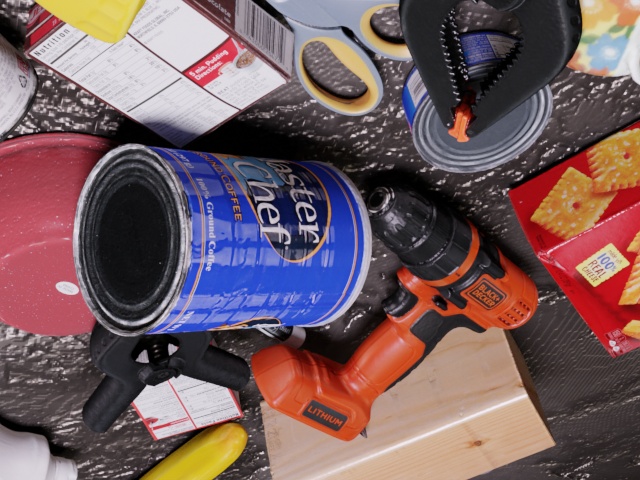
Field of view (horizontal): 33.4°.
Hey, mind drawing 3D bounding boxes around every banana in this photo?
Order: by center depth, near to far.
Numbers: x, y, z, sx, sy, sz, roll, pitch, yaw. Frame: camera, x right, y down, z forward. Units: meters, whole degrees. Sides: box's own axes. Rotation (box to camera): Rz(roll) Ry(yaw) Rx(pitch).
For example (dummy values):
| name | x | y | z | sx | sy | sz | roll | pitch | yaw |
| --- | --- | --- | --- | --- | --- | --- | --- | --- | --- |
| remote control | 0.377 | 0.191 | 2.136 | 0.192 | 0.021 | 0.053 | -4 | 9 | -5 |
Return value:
| name | x | y | z | sx | sy | sz | roll | pitch | yaw |
| --- | --- | --- | --- | --- | --- | --- | --- | --- | --- |
| banana | -0.118 | 0.198 | 0.881 | 0.198 | 0.069 | 0.037 | -40 | 94 | 25 |

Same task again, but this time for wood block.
| name | x | y | z | sx | sy | sz | roll | pitch | yaw |
| --- | --- | --- | --- | --- | --- | --- | --- | --- | --- |
| wood block | 0.067 | 0.145 | 0.849 | 0.206 | 0.090 | 0.090 | -24 | 137 | 12 |

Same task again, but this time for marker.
| name | x | y | z | sx | sy | sz | roll | pitch | yaw |
| --- | --- | --- | --- | --- | --- | --- | --- | --- | --- |
| marker | -0.054 | 0.046 | 0.757 | 0.020 | 0.020 | 0.121 | -33 | 135 | 21 |

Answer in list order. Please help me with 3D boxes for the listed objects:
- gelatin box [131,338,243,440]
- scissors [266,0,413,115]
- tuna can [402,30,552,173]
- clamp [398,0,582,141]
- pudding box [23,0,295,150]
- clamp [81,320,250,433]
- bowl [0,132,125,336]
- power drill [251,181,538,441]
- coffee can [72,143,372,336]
| name | x | y | z | sx | sy | sz | roll | pitch | yaw |
| --- | --- | --- | --- | --- | --- | --- | --- | --- | --- |
| gelatin box | -0.105 | 0.110 | 0.807 | 0.073 | 0.030 | 0.089 | -17 | 139 | 1 |
| scissors | -0.003 | -0.139 | 0.563 | 0.096 | 0.016 | 0.201 | -23 | 139 | 14 |
| tuna can | 0.093 | -0.083 | 0.640 | 0.086 | 0.034 | 0.086 | -8 | 139 | -7 |
| clamp | 0.099 | -0.135 | 0.522 | 0.165 | 0.036 | 0.210 | 13 | 135 | 15 |
| pudding box | -0.082 | -0.103 | 0.557 | 0.090 | 0.039 | 0.113 | -26 | 137 | 33 |
| clamp | -0.098 | 0.074 | 0.701 | 0.120 | 0.039 | 0.172 | -17 | 155 | -21 |
| bowl | -0.160 | 0.010 | 0.661 | 0.162 | 0.055 | 0.162 | -8 | 139 | -7 |
| power drill | 0.042 | 0.054 | 0.748 | 0.188 | 0.057 | 0.184 | -40 | 133 | 17 |
| coffee can | -0.054 | 0.001 | 0.612 | 0.140 | 0.103 | 0.103 | 1 | 141 | -46 |
